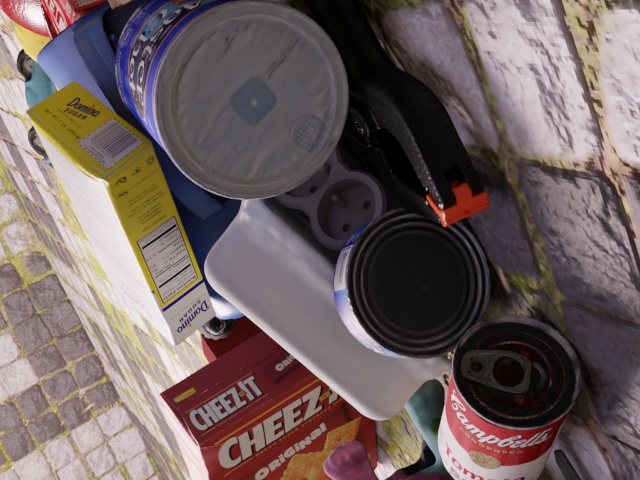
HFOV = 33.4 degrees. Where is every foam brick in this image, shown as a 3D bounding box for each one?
[{"bbox_3d":[-0.075,0.103,1.069,0.051,0.078,0.053,50,159,25],"label":"foam brick"}]

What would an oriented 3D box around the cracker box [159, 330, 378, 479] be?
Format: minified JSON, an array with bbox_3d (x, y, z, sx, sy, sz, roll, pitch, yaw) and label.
[{"bbox_3d":[-0.034,0.169,0.922,0.072,0.164,0.214,46,157,34],"label":"cracker box"}]

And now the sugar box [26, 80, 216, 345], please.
[{"bbox_3d":[-0.130,-0.014,0.722,0.093,0.048,0.176,39,158,34],"label":"sugar box"}]

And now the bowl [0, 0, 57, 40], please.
[{"bbox_3d":[-0.260,-0.253,0.946,0.162,0.055,0.162,178,91,-88],"label":"bowl"}]

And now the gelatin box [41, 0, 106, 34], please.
[{"bbox_3d":[-0.199,-0.200,0.820,0.089,0.030,0.073,65,158,4],"label":"gelatin box"}]

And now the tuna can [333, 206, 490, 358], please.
[{"bbox_3d":[0.051,0.025,0.608,0.086,0.086,0.034,61,163,-1],"label":"tuna can"}]

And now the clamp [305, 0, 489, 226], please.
[{"bbox_3d":[0.032,-0.078,0.581,0.172,0.039,0.120,47,163,42],"label":"clamp"}]

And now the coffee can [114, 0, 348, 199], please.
[{"bbox_3d":[-0.055,-0.089,0.604,0.103,0.102,0.140,69,169,-23],"label":"coffee can"}]

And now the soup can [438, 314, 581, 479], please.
[{"bbox_3d":[0.103,0.096,0.603,0.068,0.068,0.102,51,159,28],"label":"soup can"}]

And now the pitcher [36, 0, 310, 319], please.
[{"bbox_3d":[-0.093,-0.066,0.780,0.145,0.149,0.243,-24,99,53],"label":"pitcher"}]
